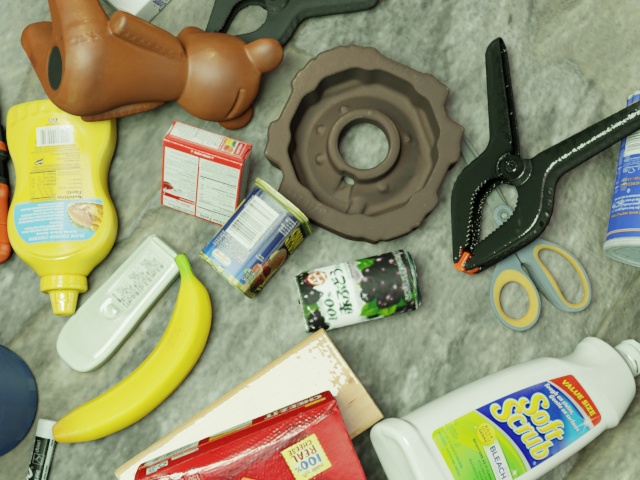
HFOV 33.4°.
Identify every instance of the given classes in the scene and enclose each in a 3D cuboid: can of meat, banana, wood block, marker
[{"bbox_3d":[-0.056,0.001,0.926,0.057,0.102,0.084,39,85,8],"label":"can of meat"},{"bbox_3d":[-0.153,0.109,0.940,0.069,0.037,0.198,35,86,1],"label":"banana"},{"bbox_3d":[-0.057,0.171,0.901,0.206,0.091,0.090,-35,81,-4],"label":"wood block"},{"bbox_3d":[-0.251,0.218,0.936,0.020,0.020,0.121,10,81,3],"label":"marker"}]

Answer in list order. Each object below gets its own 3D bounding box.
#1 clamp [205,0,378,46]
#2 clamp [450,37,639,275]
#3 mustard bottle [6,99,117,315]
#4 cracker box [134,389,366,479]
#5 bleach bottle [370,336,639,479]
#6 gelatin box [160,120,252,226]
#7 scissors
[{"bbox_3d":[-0.043,-0.236,0.997,0.171,0.039,0.120,-28,79,-3],"label":"clamp"},{"bbox_3d":[0.168,-0.070,0.938,0.165,0.036,0.210,39,100,32],"label":"clamp"},{"bbox_3d":[-0.231,-0.029,0.956,0.096,0.058,0.191,-3,79,0],"label":"mustard bottle"},{"bbox_3d":[-0.028,0.244,0.813,0.164,0.072,0.214,-21,90,-4],"label":"cracker box"},{"bbox_3d":[0.170,0.141,0.885,0.250,0.068,0.102,-26,91,-23],"label":"bleach bottle"},{"bbox_3d":[-0.102,-0.057,0.945,0.073,0.089,0.030,18,50,6],"label":"gelatin box"},{"bbox_3d":[0.156,-0.003,0.962,0.096,0.016,0.202,-43,76,0],"label":"scissors"}]
